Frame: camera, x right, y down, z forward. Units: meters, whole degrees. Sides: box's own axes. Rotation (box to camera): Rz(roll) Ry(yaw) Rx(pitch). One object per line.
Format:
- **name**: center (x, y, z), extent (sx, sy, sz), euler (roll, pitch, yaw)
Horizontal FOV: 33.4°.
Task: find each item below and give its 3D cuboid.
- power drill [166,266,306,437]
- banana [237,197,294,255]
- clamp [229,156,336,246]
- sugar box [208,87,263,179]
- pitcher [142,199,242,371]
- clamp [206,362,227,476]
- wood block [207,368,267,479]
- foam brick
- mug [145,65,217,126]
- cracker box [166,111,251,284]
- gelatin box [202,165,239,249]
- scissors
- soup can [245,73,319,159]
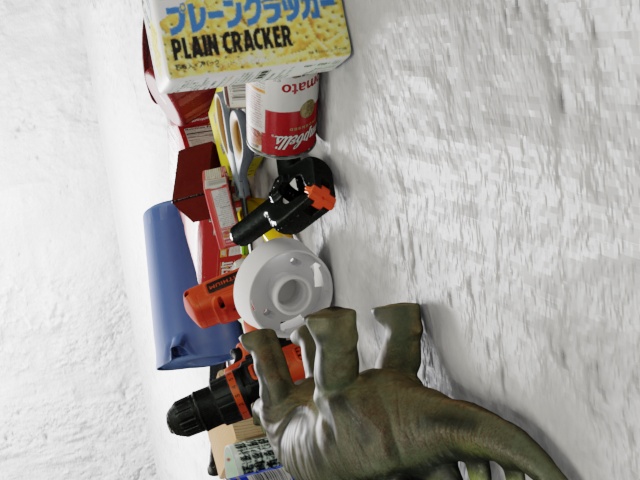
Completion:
- **power drill**: center (-0.091, 0.116, 1.145), extent (0.188, 0.184, 0.057), euler (-117, 8, -49)
- **banana**: center (-0.065, -0.016, 1.232), extent (0.198, 0.037, 0.069), euler (-175, 66, -74)
- **clamp**: center (-0.028, -0.053, 1.033), extent (0.172, 0.039, 0.120), euler (-5, 64, 60)
- **sugar box**: center (-0.088, -0.142, 1.207), extent (0.176, 0.048, 0.093), euler (122, 134, -69)
- **pitcher**: center (-0.188, 0.068, 1.575), extent (0.149, 0.144, 0.243), euler (-31, 66, 61)
- **clamp**: center (-0.157, 0.290, 1.704), extent (0.164, 0.036, 0.210), euler (77, -173, -63)
- **wood block**: center (-0.089, 0.232, 1.375), extent (0.206, 0.090, 0.091), euler (113, 143, -62)
- **foam brick**: center (-0.142, -0.071, 1.292), extent (0.053, 0.051, 0.078), euler (47, -141, -49)
- **mug**: center (-0.162, -0.201, 1.296), extent (0.093, 0.081, 0.117), euler (43, 161, 38)
- **cracker box**: center (-0.154, -0.066, 1.439), extent (0.164, 0.072, 0.214), euler (98, 156, -47)
- **gelatin box**: center (-0.110, -0.038, 1.208), extent (0.089, 0.030, 0.073), euler (-112, 9, -71)
- **scissors**: center (-0.081, -0.062, 1.151), extent (0.096, 0.016, 0.202), euler (-161, 57, -69)
- **soup can**: center (-0.035, -0.136, 0.988), extent (0.068, 0.068, 0.102), euler (-118, 24, -46)
